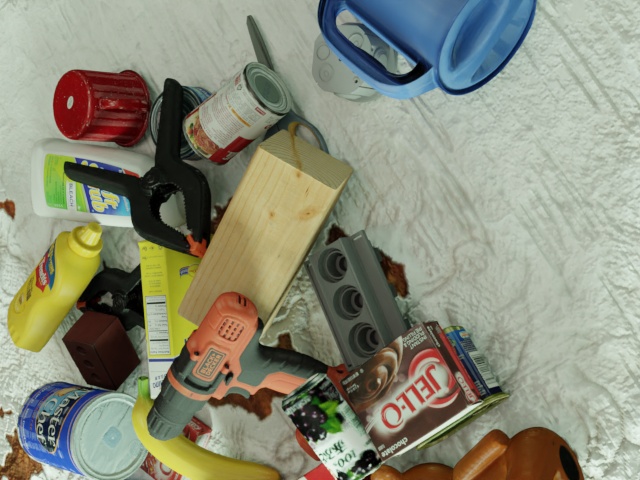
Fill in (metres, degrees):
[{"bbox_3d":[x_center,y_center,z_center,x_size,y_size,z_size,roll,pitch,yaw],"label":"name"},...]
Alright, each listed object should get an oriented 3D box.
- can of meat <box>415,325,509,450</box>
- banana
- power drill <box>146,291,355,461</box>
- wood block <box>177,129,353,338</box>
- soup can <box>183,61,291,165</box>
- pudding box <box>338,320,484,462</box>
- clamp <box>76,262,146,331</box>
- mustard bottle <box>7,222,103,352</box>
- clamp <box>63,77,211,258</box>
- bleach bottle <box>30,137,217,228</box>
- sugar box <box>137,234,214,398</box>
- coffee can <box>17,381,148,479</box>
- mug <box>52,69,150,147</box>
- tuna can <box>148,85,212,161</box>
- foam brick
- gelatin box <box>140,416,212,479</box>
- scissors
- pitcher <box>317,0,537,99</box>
[{"bbox_3d":[0.118,0.142,1.039,0.102,0.057,0.084,-40,69,28],"label":"can of meat"},{"bbox_3d":[-0.140,0.234,1.192,0.198,0.037,0.070,34,114,5],"label":"banana"},{"bbox_3d":[-0.065,0.158,1.093,0.185,0.187,0.057,-57,21,22],"label":"power drill"},{"bbox_3d":[-0.058,0.001,1.110,0.090,0.090,0.206,30,112,5],"label":"wood block"},{"bbox_3d":[-0.089,-0.135,1.137,0.102,0.068,0.068,-35,73,32],"label":"soup can"},{"bbox_3d":[0.084,0.142,1.003,0.114,0.039,0.090,-41,67,29],"label":"pudding box"},{"bbox_3d":[-0.226,0.060,1.271,0.172,0.039,0.120,4,96,33],"label":"clamp"},{"bbox_3d":[-0.317,0.046,1.300,0.192,0.058,0.096,-48,34,31],"label":"mustard bottle"},{"bbox_3d":[-0.186,-0.058,1.157,0.165,0.036,0.210,-33,63,9],"label":"clamp"},{"bbox_3d":[-0.230,-0.067,1.257,0.251,0.068,0.102,5,96,31],"label":"bleach bottle"},{"bbox_3d":[-0.153,0.083,1.193,0.048,0.093,0.176,-8,88,33],"label":"sugar box"},{"bbox_3d":[-0.279,0.223,1.256,0.141,0.102,0.103,-1,92,49],"label":"coffee can"},{"bbox_3d":[-0.250,-0.156,1.243,0.117,0.081,0.093,8,97,43],"label":"mug"},{"bbox_3d":[-0.155,-0.134,1.220,0.086,0.033,0.086,2,93,33],"label":"tuna can"},{"bbox_3d":[-0.260,0.131,1.270,0.053,0.051,0.078,7,131,35],"label":"foam brick"},{"bbox_3d":[-0.174,0.241,1.251,0.073,0.030,0.089,31,108,28],"label":"gelatin box"},{"bbox_3d":[-0.058,-0.140,1.167,0.096,0.016,0.202,-42,70,28],"label":"scissors"},{"bbox_3d":[0.069,-0.246,1.008,0.243,0.148,0.145,41,127,29],"label":"pitcher"}]
